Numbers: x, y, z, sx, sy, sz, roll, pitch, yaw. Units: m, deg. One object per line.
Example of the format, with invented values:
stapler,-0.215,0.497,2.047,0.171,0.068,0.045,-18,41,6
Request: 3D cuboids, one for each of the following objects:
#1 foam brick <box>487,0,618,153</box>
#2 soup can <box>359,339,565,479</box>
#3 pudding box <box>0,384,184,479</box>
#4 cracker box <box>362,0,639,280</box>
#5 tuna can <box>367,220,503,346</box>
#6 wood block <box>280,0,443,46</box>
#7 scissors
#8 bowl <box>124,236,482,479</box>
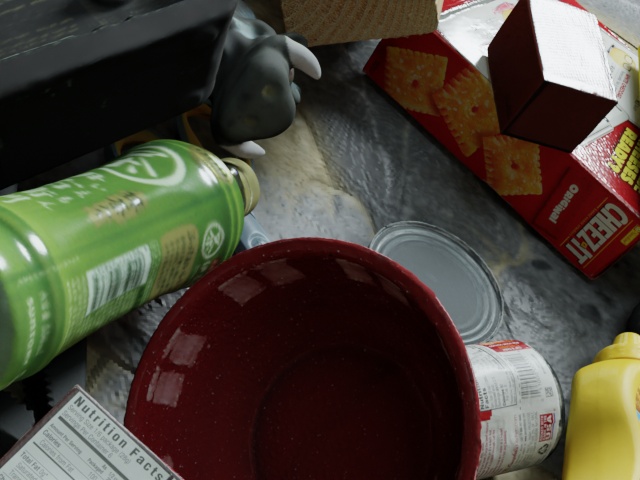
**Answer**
foam brick,0.140,-0.103,0.656,0.051,0.053,0.078,12,53,-18
soup can,0.062,0.086,0.526,0.102,0.069,0.068,-3,54,-35
pudding box,-0.096,0.124,0.390,0.090,0.039,0.113,41,61,6
cracker box,0.159,-0.096,0.749,0.214,0.072,0.163,44,45,8
tuna can,0.057,0.032,0.596,0.086,0.034,0.086,17,45,-19
wood block,0.033,-0.198,0.685,0.091,0.090,0.206,-4,25,11
scissors,-0.054,0.001,0.568,0.096,0.016,0.202,-2,54,-32
bowl,-0.003,0.083,0.455,0.162,0.162,0.055,61,13,26
